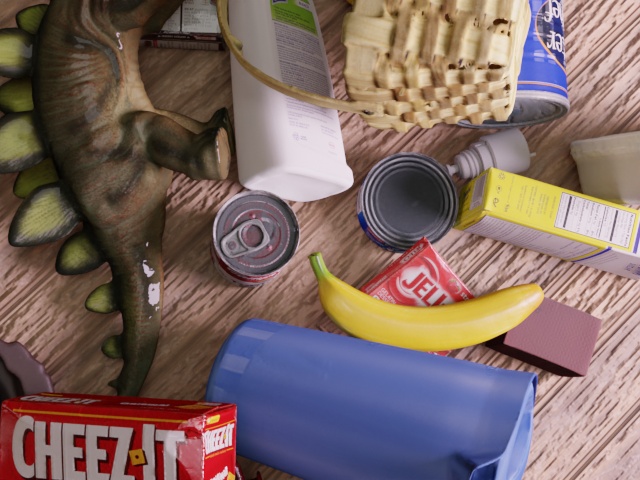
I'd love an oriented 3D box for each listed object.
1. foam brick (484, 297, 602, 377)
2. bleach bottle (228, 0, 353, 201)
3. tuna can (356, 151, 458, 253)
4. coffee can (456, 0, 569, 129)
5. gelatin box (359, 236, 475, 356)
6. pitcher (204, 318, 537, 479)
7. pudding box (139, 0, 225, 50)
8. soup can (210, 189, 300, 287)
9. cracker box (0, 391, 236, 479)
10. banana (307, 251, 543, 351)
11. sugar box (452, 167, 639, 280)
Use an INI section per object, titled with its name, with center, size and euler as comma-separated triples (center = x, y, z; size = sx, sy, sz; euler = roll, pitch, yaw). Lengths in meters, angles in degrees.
[foam brick]
center = 0.191, 0.080, 0.916
size = 0.078, 0.051, 0.053
euler = 22, 79, -4
[bleach bottle]
center = -0.033, -0.165, 0.912
size = 0.068, 0.102, 0.251
euler = -16, 73, 36
[tuna can]
center = 0.075, -0.032, 0.927
size = 0.086, 0.034, 0.086
euler = 1, 82, -7
[coffee can]
center = 0.159, -0.176, 0.923
size = 0.102, 0.103, 0.140
euler = 0, 82, -7
[gelatin box]
center = 0.088, 0.053, 0.900
size = 0.073, 0.030, 0.089
euler = -39, 105, 4
[pitcher]
center = 0.042, 0.139, 0.832
size = 0.243, 0.149, 0.145
euler = 13, 52, 18
[pudding box]
center = -0.126, -0.225, 0.929
size = 0.090, 0.039, 0.113
euler = 2, 79, -4
[soup can]
center = -0.056, 0.001, 0.872
size = 0.068, 0.102, 0.068
euler = 1, 82, -7
[cracker box]
center = -0.150, 0.223, 0.774
size = 0.164, 0.072, 0.214
euler = 1, 88, 15
[banana]
center = 0.083, 0.057, 0.864
size = 0.197, 0.037, 0.070
euler = 8, 102, -9
[sugar box]
center = 0.211, -0.012, 0.911
size = 0.176, 0.093, 0.048
euler = 14, 81, -6
